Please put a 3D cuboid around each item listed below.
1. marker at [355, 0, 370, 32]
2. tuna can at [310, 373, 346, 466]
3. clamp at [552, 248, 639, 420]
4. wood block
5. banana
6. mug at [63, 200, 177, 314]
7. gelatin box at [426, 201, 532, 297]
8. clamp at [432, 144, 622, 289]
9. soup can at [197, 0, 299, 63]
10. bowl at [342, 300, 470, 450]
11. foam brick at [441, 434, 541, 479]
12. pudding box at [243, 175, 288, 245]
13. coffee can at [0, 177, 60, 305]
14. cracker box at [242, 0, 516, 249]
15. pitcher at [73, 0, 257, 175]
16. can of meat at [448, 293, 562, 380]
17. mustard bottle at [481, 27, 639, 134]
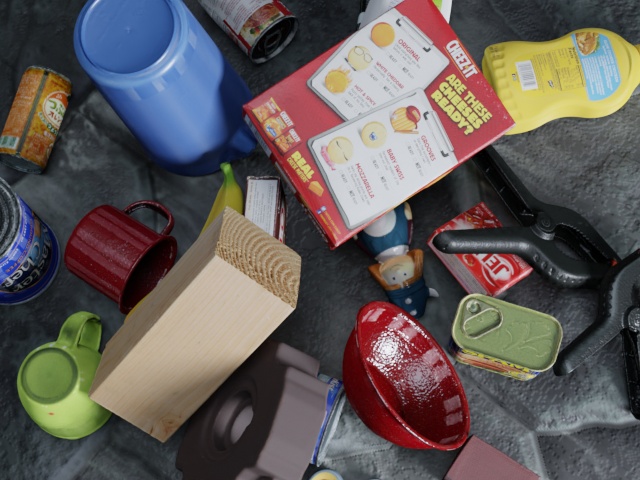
[{"bbox_3d":[0.046,-0.221,1.182,0.020,0.020,0.121,8,74,4],"label":"marker"},{"bbox_3d":[-0.003,0.173,1.035,0.034,0.086,0.086,19,75,9],"label":"tuna can"},{"bbox_3d":[0.293,0.081,1.051,0.120,0.039,0.171,21,76,-27],"label":"clamp"},{"bbox_3d":[-0.117,0.080,1.000,0.090,0.090,0.206,35,117,-17],"label":"wood block"},{"bbox_3d":[-0.130,0.016,1.099,0.037,0.069,0.198,22,80,51],"label":"banana"},{"bbox_3d":[-0.199,0.007,1.092,0.081,0.093,0.117,31,72,15],"label":"mug"},{"bbox_3d":[0.165,0.013,1.090,0.073,0.030,0.089,-30,73,-31],"label":"gelatin box"},{"bbox_3d":[0.211,-0.004,1.075,0.210,0.036,0.164,33,50,-2],"label":"clamp"},{"bbox_3d":[-0.082,-0.254,1.172,0.068,0.068,0.102,-39,75,-9],"label":"soup can"},{"bbox_3d":[0.072,0.140,1.028,0.055,0.161,0.162,-38,73,27],"label":"bowl"},{"bbox_3d":[0.163,0.230,1.029,0.078,0.053,0.051,31,77,9],"label":"foam brick"},{"bbox_3d":[-0.057,0.001,1.085,0.039,0.090,0.113,1,73,3],"label":"pudding box"},{"bbox_3d":[-0.329,0.000,1.070,0.103,0.140,0.103,-1,74,2],"label":"coffee can"},{"bbox_3d":[0.054,-0.116,1.048,0.213,0.072,0.164,-34,90,-5],"label":"cracker box"},{"bbox_3d":[-0.162,-0.164,1.059,0.149,0.242,0.145,-12,75,6],"label":"pitcher"},{"bbox_3d":[0.178,0.098,1.050,0.102,0.084,0.057,17,75,7],"label":"can of meat"},{"bbox_3d":[0.275,-0.177,1.139,0.191,0.058,0.096,-11,72,-1],"label":"mustard bottle"}]
